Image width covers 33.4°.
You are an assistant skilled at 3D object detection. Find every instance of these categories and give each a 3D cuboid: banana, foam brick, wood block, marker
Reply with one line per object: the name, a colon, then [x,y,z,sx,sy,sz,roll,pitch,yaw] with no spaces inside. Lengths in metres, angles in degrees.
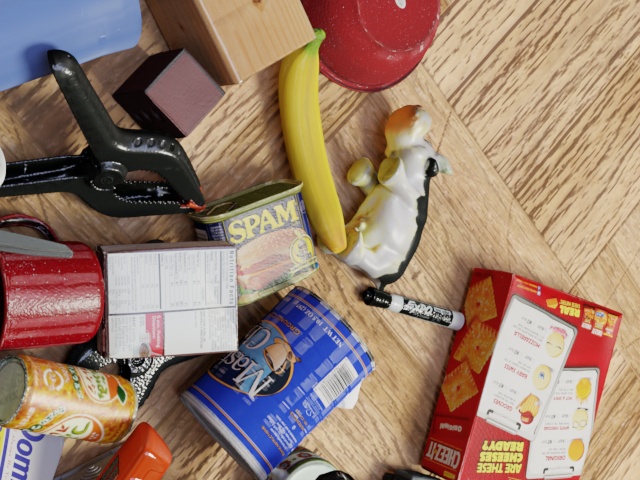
banana: [-0.010,-0.088,0.950,0.037,0.070,0.198,-12,104,-15]
foam brick: [-0.125,-0.119,0.872,0.053,0.078,0.051,47,72,-23]
wood block: [-0.099,-0.237,0.870,0.090,0.090,0.206,-35,111,-25]
marker: [0.091,0.067,1.053,0.120,0.020,0.020,17,85,-31]

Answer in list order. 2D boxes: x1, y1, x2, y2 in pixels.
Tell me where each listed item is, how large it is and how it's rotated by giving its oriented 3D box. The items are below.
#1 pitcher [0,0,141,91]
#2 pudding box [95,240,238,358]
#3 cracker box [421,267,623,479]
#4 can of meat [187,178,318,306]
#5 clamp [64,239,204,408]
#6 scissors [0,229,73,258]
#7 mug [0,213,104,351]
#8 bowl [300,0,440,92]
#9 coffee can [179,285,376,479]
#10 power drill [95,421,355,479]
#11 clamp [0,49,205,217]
pitcher: [-0.260,-0.166,0.752,0.242,0.145,0.149,-28,111,-23]
pudding box: [-0.123,0.047,0.861,0.113,0.039,0.090,-2,96,-23]
cracker box: [0.208,0.152,1.101,0.164,0.072,0.214,18,86,-31]
can of meat: [-0.056,0.001,0.937,0.101,0.058,0.084,-22,108,-28]
clamp: [-0.160,0.084,0.891,0.171,0.039,0.120,-39,109,-22]
scissors: [-0.283,-0.027,0.772,0.201,0.016,0.096,-4,75,-7]
mug: [-0.223,0.032,0.828,0.081,0.093,0.117,-2,59,-36]
bowl: [0.056,-0.219,0.986,0.161,0.055,0.162,-3,96,-31]
coffee can: [-0.037,0.123,0.925,0.140,0.103,0.102,-43,114,-15]
power drill: [-0.084,0.224,0.844,0.187,0.057,0.184,36,94,-17]
clamp: [-0.181,-0.057,0.840,0.209,0.165,0.036,27,37,-48]
